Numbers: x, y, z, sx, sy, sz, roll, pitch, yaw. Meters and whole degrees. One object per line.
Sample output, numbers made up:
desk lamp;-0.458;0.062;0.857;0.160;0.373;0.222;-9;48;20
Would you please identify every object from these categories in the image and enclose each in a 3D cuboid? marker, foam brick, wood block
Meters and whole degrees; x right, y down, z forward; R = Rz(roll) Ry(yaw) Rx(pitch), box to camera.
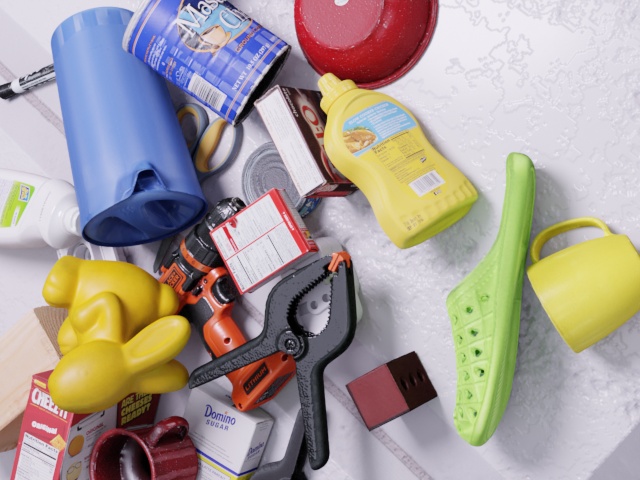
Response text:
marker;-0.343;-0.194;1.281;0.121;0.020;0.020;-15;86;28
foam brick;0.071;0.147;1.048;0.051;0.078;0.053;-32;80;25
wood block;-0.354;0.168;1.267;0.206;0.090;0.090;-39;74;25

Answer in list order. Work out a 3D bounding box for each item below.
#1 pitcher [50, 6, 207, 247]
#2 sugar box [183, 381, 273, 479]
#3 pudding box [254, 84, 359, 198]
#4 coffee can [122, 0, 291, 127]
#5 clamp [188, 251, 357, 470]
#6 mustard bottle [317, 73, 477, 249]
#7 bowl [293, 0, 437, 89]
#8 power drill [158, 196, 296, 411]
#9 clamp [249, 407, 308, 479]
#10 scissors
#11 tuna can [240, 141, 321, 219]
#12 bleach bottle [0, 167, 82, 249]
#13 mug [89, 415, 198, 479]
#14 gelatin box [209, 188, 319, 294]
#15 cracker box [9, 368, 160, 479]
pitcher;-0.216;-0.119;1.153;0.149;0.144;0.243;-27;69;27
sugar box;-0.122;0.254;1.175;0.093;0.048;0.176;27;102;27
pudding box;-0.009;-0.097;1.069;0.039;0.089;0.113;-34;77;26
coffee can;-0.115;-0.197;1.089;0.140;0.102;0.103;35;109;0
clamp;-0.034;0.100;1.050;0.165;0.036;0.210;23;101;15
mustard bottle;0.059;-0.088;1.034;0.192;0.096;0.058;53;154;16
bowl;0.032;-0.232;1.060;0.162;0.055;0.162;1;93;27
power drill;-0.091;0.071;1.134;0.188;0.057;0.185;50;124;19
clamp;-0.019;0.266;1.125;0.120;0.039;0.172;48;119;22
scissors;-0.160;-0.068;1.194;0.096;0.016;0.202;46;112;20
tuna can;-0.040;-0.062;1.120;0.086;0.033;0.086;2;94;28
bleach bottle;-0.349;-0.029;1.232;0.251;0.068;0.102;11;85;41
mug;-0.179;0.232;1.134;0.093;0.081;0.117;41;110;27
gelatin box;-0.057;0.001;1.063;0.089;0.030;0.073;-33;78;21
cracker box;-0.266;0.242;1.184;0.072;0.164;0.214;19;102;24
